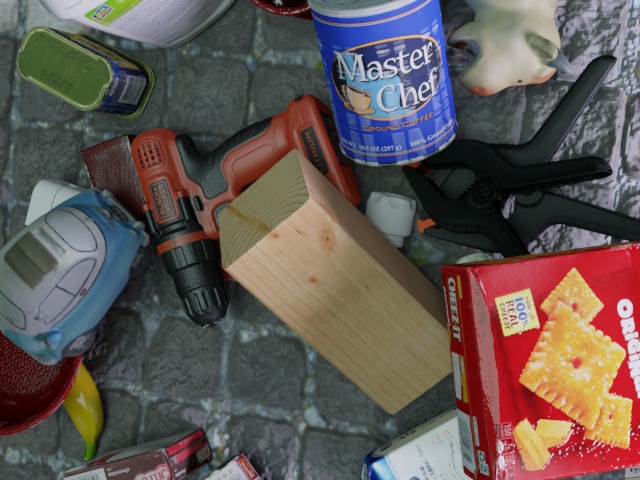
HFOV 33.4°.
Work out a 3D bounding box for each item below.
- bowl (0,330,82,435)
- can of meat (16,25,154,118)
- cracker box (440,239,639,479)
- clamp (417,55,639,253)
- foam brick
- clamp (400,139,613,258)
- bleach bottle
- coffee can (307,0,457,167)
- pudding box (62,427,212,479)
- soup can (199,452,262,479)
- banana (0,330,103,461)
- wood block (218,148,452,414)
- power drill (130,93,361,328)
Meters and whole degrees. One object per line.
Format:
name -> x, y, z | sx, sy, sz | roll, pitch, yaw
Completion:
bowl -> -0.290, 0.102, 1.004 | 0.162, 0.055, 0.162 | -2, 81, 10
can of meat -> -0.218, -0.156, 0.991 | 0.102, 0.083, 0.057 | 29, 101, 13
cracker box -> 0.208, 0.086, 0.799 | 0.213, 0.072, 0.164 | -7, 92, -10
clamp -> 0.185, -0.037, 0.900 | 0.210, 0.036, 0.164 | -27, 85, 19
foam brick -> -0.181, -0.055, 1.003 | 0.051, 0.053, 0.078 | -19, 87, 17
clamp -> 0.148, -0.043, 0.872 | 0.172, 0.039, 0.120 | 34, 88, 24
bleach bottle -> -0.159, -0.217, 0.882 | 0.103, 0.250, 0.068 | -37, 83, 15
coffee can -> 0.053, -0.146, 0.869 | 0.103, 0.102, 0.140 | -2, 125, 17
pudding box -> -0.170, 0.213, 0.997 | 0.114, 0.090, 0.039 | -16, 87, 18
soup can -> -0.071, 0.255, 0.981 | 0.068, 0.068, 0.102 | -39, 82, 15
banana -> -0.273, 0.125, 1.050 | 0.070, 0.037, 0.198 | -44, 81, 13
wood block -> 0.020, 0.037, 0.875 | 0.090, 0.091, 0.206 | -39, 118, 15
power drill -> -0.064, -0.034, 0.935 | 0.188, 0.057, 0.184 | -20, 86, 14
